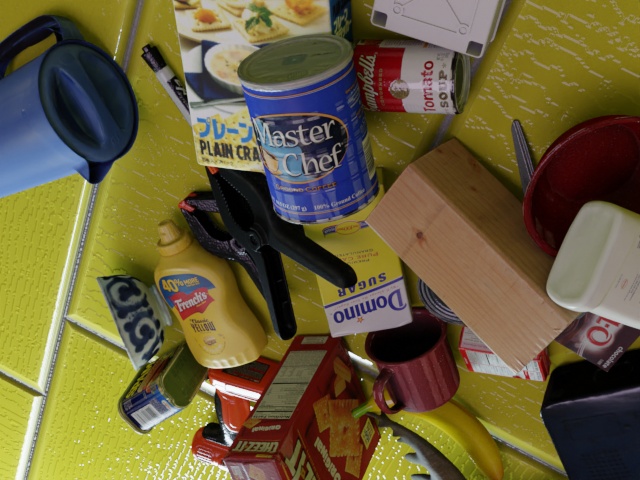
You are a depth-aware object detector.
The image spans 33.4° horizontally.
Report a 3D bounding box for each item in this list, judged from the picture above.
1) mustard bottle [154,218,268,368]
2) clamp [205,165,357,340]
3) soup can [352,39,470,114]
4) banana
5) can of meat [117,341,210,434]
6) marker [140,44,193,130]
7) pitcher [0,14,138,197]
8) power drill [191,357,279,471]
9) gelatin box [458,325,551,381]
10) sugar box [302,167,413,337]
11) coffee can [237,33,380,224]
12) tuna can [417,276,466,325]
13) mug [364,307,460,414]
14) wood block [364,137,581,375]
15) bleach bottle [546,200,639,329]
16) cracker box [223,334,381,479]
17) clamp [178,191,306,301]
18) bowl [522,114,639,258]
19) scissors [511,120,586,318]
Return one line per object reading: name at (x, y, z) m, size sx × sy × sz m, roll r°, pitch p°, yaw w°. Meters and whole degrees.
mustard bottle at (-0.139, 0.059, 1.241) m, size 0.096 × 0.058 × 0.191 m, roll -7°, pitch 119°, yaw 34°
clamp at (-0.057, 0.001, 1.119) m, size 0.210 × 0.036 × 0.165 m, roll 52°, pitch 143°, yaw 13°
soup can at (0.082, -0.152, 0.990) m, size 0.102 × 0.068 × 0.068 m, roll 5°, pitch 125°, yaw 20°
banana at (0.137, 0.210, 1.231) m, size 0.197 × 0.037 × 0.070 m, roll 26°, pitch 112°, yaw -6°
can of meat at (-0.192, 0.181, 1.322) m, size 0.084 × 0.102 × 0.057 m, roll -32°, pitch 107°, yaw 34°
marker at (-0.149, -0.153, 1.121) m, size 0.020 × 0.020 × 0.121 m, roll -21°, pitch 112°, yaw 34°
pitcher at (-0.326, -0.127, 1.160) m, size 0.243 × 0.149 × 0.145 m, roll -16°, pitch 130°, yaw 35°
power drill at (-0.075, 0.233, 1.335) m, size 0.184 × 0.057 × 0.188 m, roll 15°, pitch 127°, yaw 12°
gelatin box at (0.197, 0.120, 1.134) m, size 0.089 × 0.030 × 0.073 m, roll 6°, pitch 157°, yaw 20°
sugar box at (0.038, 0.016, 1.127) m, size 0.093 × 0.048 × 0.176 m, roll -11°, pitch 118°, yaw 8°
coffee can at (-0.009, -0.100, 0.959) m, size 0.103 × 0.102 × 0.140 m, roll 1°, pitch 124°, yaw 23°
tuna can at (0.147, 0.045, 1.120) m, size 0.086 × 0.033 × 0.086 m, roll 12°, pitch 127°, yaw 16°
mug at (0.098, 0.141, 1.160) m, size 0.093 × 0.117 × 0.081 m, roll 7°, pitch 132°, yaw 40°
wood block at (0.156, 0.013, 1.020) m, size 0.206 × 0.090 × 0.091 m, roll 46°, pitch 132°, yaw 11°
bleach bottle at (0.330, 0.051, 0.973) m, size 0.250 × 0.068 × 0.102 m, roll 22°, pitch 92°, yaw -25°
cracker box at (-0.012, 0.234, 1.206) m, size 0.072 × 0.213 × 0.164 m, roll -6°, pitch 120°, yaw 27°
clamp at (-0.074, -0.008, 1.179) m, size 0.171 × 0.039 × 0.120 m, roll 38°, pitch 113°, yaw -3°
bowl at (0.256, -0.056, 0.966) m, size 0.162 × 0.055 × 0.162 m, roll -4°, pitch 128°, yaw -5°
scissors at (0.199, -0.011, 1.048) m, size 0.096 × 0.016 × 0.202 m, roll -24°, pitch 94°, yaw 42°
